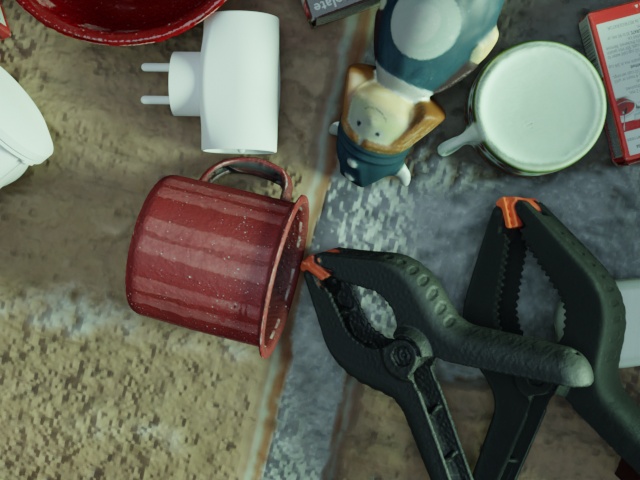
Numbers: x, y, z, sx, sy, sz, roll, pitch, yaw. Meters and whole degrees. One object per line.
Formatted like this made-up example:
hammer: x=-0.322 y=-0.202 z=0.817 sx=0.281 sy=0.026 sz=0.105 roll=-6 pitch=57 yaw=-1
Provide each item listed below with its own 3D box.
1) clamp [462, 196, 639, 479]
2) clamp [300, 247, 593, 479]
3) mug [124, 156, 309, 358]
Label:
clamp: x=0.121 y=0.081 z=0.593 sx=0.165 sy=0.036 sz=0.210 roll=-24 pitch=75 yaw=34
clamp: x=0.063 y=0.057 z=0.586 sx=0.120 sy=0.039 sz=0.171 roll=-47 pitch=75 yaw=22
mug: x=-0.054 y=0.001 z=0.598 sx=0.081 sy=0.093 sz=0.117 roll=14 pitch=62 yaw=7
